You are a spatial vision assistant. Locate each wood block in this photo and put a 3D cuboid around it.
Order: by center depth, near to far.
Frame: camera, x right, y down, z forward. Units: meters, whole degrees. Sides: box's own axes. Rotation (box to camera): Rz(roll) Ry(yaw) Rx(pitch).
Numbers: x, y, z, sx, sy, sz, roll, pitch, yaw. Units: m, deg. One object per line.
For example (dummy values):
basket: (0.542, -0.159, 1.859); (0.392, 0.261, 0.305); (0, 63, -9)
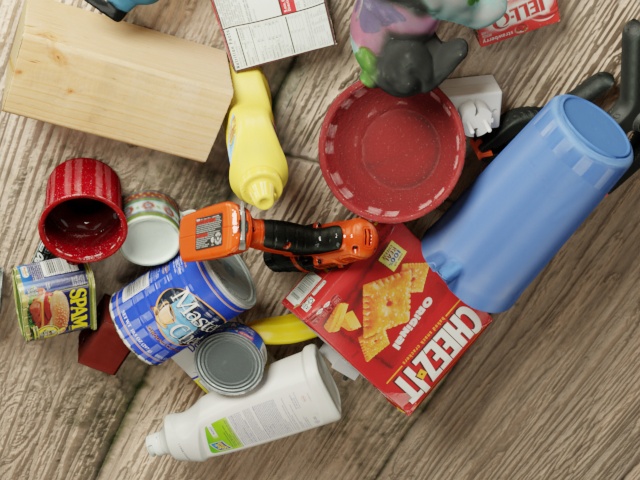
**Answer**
wood block: (-0.200, -0.159, 1.061); (0.205, 0.091, 0.090); (13, 125, -21)

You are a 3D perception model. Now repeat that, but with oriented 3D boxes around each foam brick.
foam brick: (-0.256, 0.115, 1.299); (0.051, 0.053, 0.078); (22, 121, -26)

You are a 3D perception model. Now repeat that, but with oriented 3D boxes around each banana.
banana: (-0.005, 0.088, 1.328); (0.197, 0.037, 0.069); (-27, 121, -4)

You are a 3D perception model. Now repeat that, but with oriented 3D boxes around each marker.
marker: (-0.324, 0.025, 1.233); (0.020, 0.020, 0.121); (18, 123, -24)

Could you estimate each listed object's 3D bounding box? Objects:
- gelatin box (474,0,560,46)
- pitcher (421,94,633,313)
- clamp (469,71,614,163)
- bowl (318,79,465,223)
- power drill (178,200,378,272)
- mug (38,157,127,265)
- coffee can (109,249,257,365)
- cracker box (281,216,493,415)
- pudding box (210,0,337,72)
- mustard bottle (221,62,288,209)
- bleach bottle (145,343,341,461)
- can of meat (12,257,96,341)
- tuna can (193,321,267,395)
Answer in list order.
gelatin box: (0.199, -0.249, 1.105); (0.089, 0.030, 0.073); (-17, 130, 3)
pitcher: (0.234, -0.044, 1.186); (0.144, 0.149, 0.243); (22, 129, -19)
clamp: (0.259, -0.118, 1.222); (0.171, 0.039, 0.120); (-19, 127, 4)
bowl: (0.081, -0.100, 1.158); (0.162, 0.055, 0.162); (1, 93, 17)
power drill: (-0.058, 0.001, 1.173); (0.187, 0.057, 0.185); (5, 168, -38)
mug: (-0.260, -0.027, 1.163); (0.093, 0.081, 0.117); (7, 127, -17)
coffee can: (-0.160, 0.068, 1.247); (0.140, 0.103, 0.102); (-33, 128, 16)
cracker box: (0.085, 0.085, 1.283); (0.164, 0.072, 0.213); (-48, 119, -4)
pudding box: (-0.047, -0.227, 1.070); (0.113, 0.039, 0.090); (-14, 131, 2)
mustard bottle: (-0.068, -0.095, 1.073); (0.058, 0.191, 0.096); (-3, 129, -9)
bleach bottle: (-0.105, 0.217, 1.346); (0.251, 0.068, 0.102); (-19, 120, 10)
can of meat: (-0.306, 0.066, 1.228); (0.083, 0.057, 0.102); (-12, 139, -21)
tuna can: (-0.108, 0.142, 1.290); (0.086, 0.033, 0.086); (3, 113, 7)
